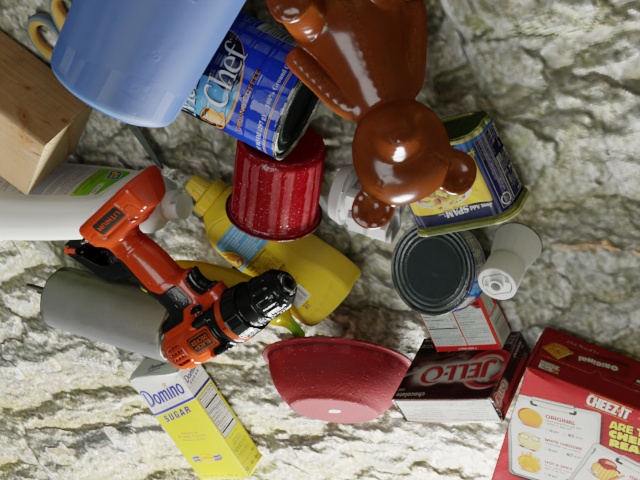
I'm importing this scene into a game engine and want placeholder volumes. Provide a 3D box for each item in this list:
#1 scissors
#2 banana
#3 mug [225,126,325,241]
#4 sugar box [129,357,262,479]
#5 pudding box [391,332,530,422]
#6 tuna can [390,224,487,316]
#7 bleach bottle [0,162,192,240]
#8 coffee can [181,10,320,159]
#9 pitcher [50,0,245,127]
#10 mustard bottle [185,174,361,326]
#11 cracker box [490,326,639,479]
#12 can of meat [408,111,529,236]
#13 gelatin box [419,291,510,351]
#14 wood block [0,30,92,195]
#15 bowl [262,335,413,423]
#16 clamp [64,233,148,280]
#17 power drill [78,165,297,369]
[{"bbox_3d":[-0.231,-0.156,1.075,0.096,0.016,0.201,3,128,33],"label":"scissors"},{"bbox_3d":[-0.109,0.053,1.085,0.198,0.037,0.070,18,132,24],"label":"banana"},{"bbox_3d":[-0.045,-0.066,0.993,0.117,0.093,0.081,52,145,40],"label":"mug"},{"bbox_3d":[-0.155,0.221,1.331,0.094,0.048,0.176,-14,119,39],"label":"sugar box"},{"bbox_3d":[0.138,0.134,1.039,0.114,0.090,0.039,-10,121,38],"label":"pudding box"},{"bbox_3d":[0.109,0.025,0.975,0.086,0.033,0.086,2,94,36],"label":"tuna can"},{"bbox_3d":[-0.248,-0.038,1.124,0.251,0.102,0.068,4,130,30],"label":"bleach bottle"},{"bbox_3d":[-0.075,-0.145,0.922,0.140,0.102,0.103,27,136,9],"label":"coffee can"},{"bbox_3d":[-0.116,-0.214,0.795,0.149,0.144,0.243,35,110,11],"label":"pitcher"},{"bbox_3d":[-0.057,0.001,1.069,0.191,0.058,0.096,39,143,-4],"label":"mustard bottle"},{"bbox_3d":[0.263,0.201,1.031,0.164,0.072,0.214,20,134,16],"label":"cracker box"},{"bbox_3d":[0.114,-0.057,0.913,0.102,0.057,0.084,-11,118,37],"label":"can of meat"},{"bbox_3d":[0.132,0.064,1.025,0.073,0.030,0.089,-8,120,37],"label":"gelatin box"},{"bbox_3d":[-0.349,-0.157,1.095,0.206,0.090,0.091,37,137,-1],"label":"wood block"},{"bbox_3d":[0.016,0.150,1.102,0.162,0.055,0.162,6,157,2],"label":"bowl"},{"bbox_3d":[-0.217,0.004,1.189,0.172,0.039,0.120,12,122,23],"label":"clamp"},{"bbox_3d":[-0.129,0.024,1.013,0.185,0.057,0.187,-34,97,39],"label":"power drill"}]
